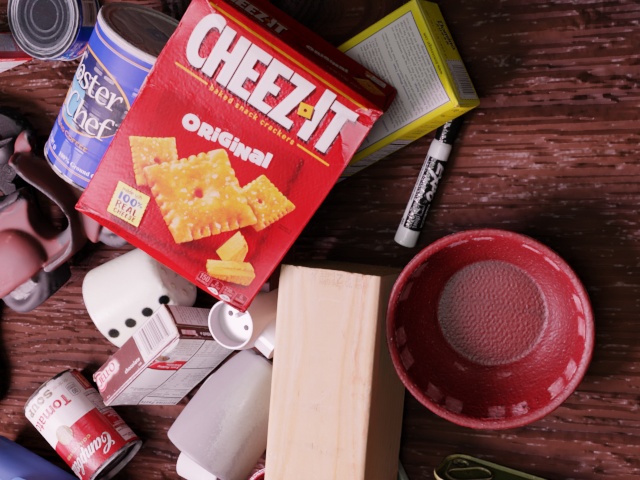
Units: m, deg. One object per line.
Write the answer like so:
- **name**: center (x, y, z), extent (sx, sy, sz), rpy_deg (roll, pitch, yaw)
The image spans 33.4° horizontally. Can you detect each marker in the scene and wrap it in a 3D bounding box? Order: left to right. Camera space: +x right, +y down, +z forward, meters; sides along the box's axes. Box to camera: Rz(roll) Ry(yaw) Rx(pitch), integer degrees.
- **marker**: center (0.090, -0.052, 0.877), extent (0.020, 0.020, 0.121), rpy_deg (26, 109, 19)

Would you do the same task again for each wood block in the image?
- **wood block**: center (0.015, 0.124, 0.890), extent (0.090, 0.090, 0.206), rpy_deg (6, 95, 22)

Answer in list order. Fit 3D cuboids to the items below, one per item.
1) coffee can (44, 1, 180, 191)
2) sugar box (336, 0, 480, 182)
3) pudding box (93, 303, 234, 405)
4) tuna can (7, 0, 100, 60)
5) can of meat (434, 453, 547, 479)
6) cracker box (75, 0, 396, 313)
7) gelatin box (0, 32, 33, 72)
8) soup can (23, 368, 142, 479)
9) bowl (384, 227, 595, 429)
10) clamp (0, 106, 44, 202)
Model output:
- **coffee can**: center (-0.166, -0.119, 0.921), extent (0.103, 0.102, 0.140), rpy_deg (38, 118, 15)
- **sugar box**: center (0.033, -0.111, 0.869), extent (0.177, 0.048, 0.093), rpy_deg (-27, 79, 34)
- **pudding box**: center (-0.138, 0.107, 0.973), extent (0.114, 0.089, 0.039), rpy_deg (-42, 61, 26)
- **tuna can**: center (-0.251, -0.212, 1.001), extent (0.086, 0.033, 0.086), rpy_deg (5, 102, 25)
- **can of meat**: center (0.141, 0.236, 0.886), extent (0.102, 0.057, 0.084), rpy_deg (13, 108, 24)
- **cracker box**: center (-0.069, -0.070, 0.833), extent (0.164, 0.072, 0.214), rpy_deg (34, 116, -4)
- **gelatin box**: center (-0.335, -0.175, 1.026), extent (0.089, 0.073, 0.030), rpy_deg (-15, 92, 28)
- **soup can**: center (-0.234, 0.184, 1.049), extent (0.102, 0.068, 0.069), rpy_deg (45, 115, 12)
- **bowl**: center (0.134, 0.065, 0.847), extent (0.162, 0.055, 0.162), rpy_deg (3, 102, 12)
- **clamp**: center (-0.297, -0.062, 1.050), extent (0.171, 0.039, 0.120), rpy_deg (43, 109, 10)
